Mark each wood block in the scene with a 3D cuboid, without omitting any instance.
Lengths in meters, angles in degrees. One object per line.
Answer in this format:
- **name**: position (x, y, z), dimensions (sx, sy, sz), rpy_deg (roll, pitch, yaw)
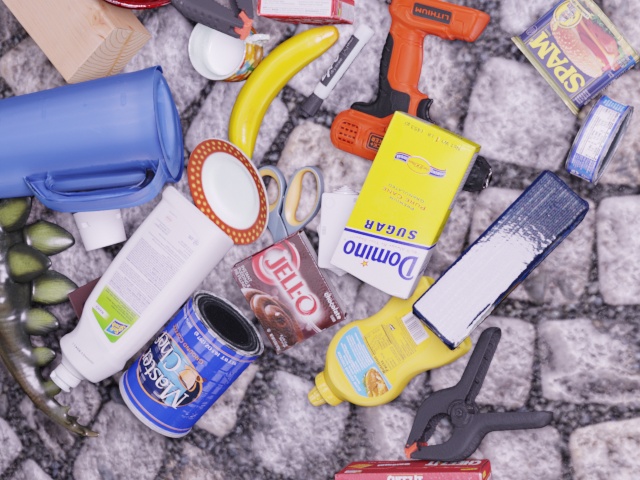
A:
- **wood block**: position (-0.308, -0.289, 1.255), dimensions (0.091, 0.090, 0.206), rpy_deg (-43, 81, 18)

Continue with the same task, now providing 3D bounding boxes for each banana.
- **banana**: position (-0.053, -0.166, 1.202), dimensions (0.069, 0.037, 0.198), rpy_deg (32, 105, 5)

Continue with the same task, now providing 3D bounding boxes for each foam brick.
- **foam brick**: position (-0.251, 0.069, 1.282), dimensions (0.078, 0.051, 0.053), rpy_deg (-27, 85, 19)

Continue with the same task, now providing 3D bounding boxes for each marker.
- **marker**: position (0.017, -0.187, 1.183), dimensions (0.020, 0.020, 0.121), rpy_deg (41, 106, 12)

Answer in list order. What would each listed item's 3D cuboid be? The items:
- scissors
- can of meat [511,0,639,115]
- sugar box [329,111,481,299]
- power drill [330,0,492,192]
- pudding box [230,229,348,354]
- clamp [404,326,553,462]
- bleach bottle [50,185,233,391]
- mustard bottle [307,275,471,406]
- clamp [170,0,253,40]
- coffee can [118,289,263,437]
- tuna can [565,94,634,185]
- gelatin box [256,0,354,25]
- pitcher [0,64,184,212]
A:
- **scissors**: position (-0.058, 0.002, 1.227), dimensions (0.096, 0.016, 0.202), rpy_deg (27, 103, 18)
- **can of meat**: position (0.258, -0.192, 1.077), dimensions (0.084, 0.057, 0.102), rpy_deg (-40, 81, 15)
- **sugar box**: position (0.086, -0.036, 1.101), dimensions (0.093, 0.048, 0.176), rpy_deg (26, 103, 13)
- **power drill**: position (0.115, -0.158, 1.130), dimensions (0.184, 0.057, 0.188), rpy_deg (20, 101, 17)
- **pudding box**: position (-0.034, 0.057, 1.197), dimensions (0.090, 0.039, 0.113), rpy_deg (-28, 95, 12)
- **clamp**: position (0.156, 0.174, 1.148), dimensions (0.172, 0.039, 0.120), rpy_deg (-32, 57, 24)
- **bleach bottle**: position (-0.216, 0.063, 1.212), dimensions (0.103, 0.068, 0.251), rpy_deg (41, 87, 21)
- **mustard bottle**: position (0.064, 0.127, 1.169), dimensions (0.192, 0.058, 0.096), rpy_deg (-36, 74, 19)
- **clamp**: position (-0.152, -0.300, 1.169), dimensions (0.164, 0.036, 0.210), rpy_deg (-27, 74, -23)
- **coffee can**: position (-0.148, 0.142, 1.224), dimensions (0.103, 0.102, 0.140), rpy_deg (46, 107, 11)
- **tuna can**: position (0.277, -0.101, 1.061), dimensions (0.034, 0.086, 0.086), rpy_deg (28, 103, 17)
- **gelatin box**: position (-0.015, -0.252, 1.161), dimensions (0.089, 0.073, 0.030), rpy_deg (6, 97, 19)
- **pitcher**: position (-0.281, -0.106, 1.199), dimensions (0.243, 0.149, 0.145), rpy_deg (-8, 100, 5)
